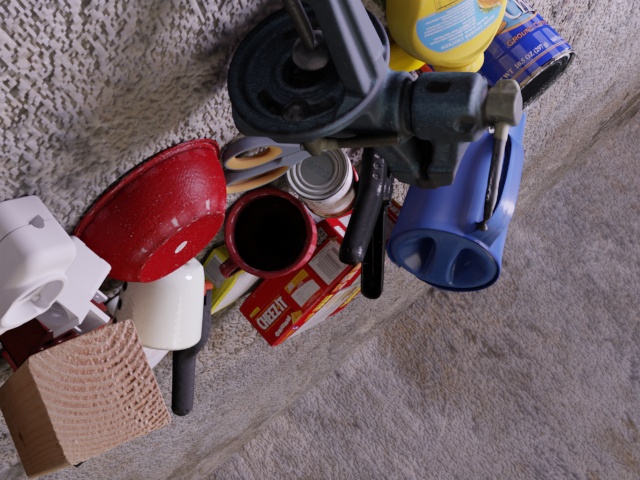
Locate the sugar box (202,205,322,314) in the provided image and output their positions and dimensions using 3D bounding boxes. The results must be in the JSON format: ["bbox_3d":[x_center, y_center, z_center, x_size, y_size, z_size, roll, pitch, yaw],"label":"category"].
[{"bbox_3d":[-0.075,0.022,1.257,0.175,0.048,0.093,-32,165,-50],"label":"sugar box"}]

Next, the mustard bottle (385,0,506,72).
[{"bbox_3d":[0.092,-0.187,0.786,0.096,0.058,0.191,-33,140,-11],"label":"mustard bottle"}]

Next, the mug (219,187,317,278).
[{"bbox_3d":[-0.057,0.001,1.133,0.117,0.093,0.081,-40,173,5],"label":"mug"}]

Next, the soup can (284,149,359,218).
[{"bbox_3d":[0.003,-0.065,1.126,0.068,0.068,0.102,-41,167,1],"label":"soup can"}]

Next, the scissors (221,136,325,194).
[{"bbox_3d":[-0.007,-0.095,0.981,0.202,0.016,0.096,-25,160,6],"label":"scissors"}]

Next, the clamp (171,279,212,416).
[{"bbox_3d":[-0.162,0.102,1.212,0.039,0.120,0.172,-8,130,-38],"label":"clamp"}]

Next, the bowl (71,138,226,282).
[{"bbox_3d":[-0.135,-0.014,0.916,0.162,0.055,0.162,-38,168,-10],"label":"bowl"}]

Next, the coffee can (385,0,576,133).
[{"bbox_3d":[0.142,-0.181,0.951,0.102,0.140,0.103,-38,168,-10],"label":"coffee can"}]

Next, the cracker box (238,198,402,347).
[{"bbox_3d":[0.016,0.032,1.306,0.164,0.072,0.213,-47,170,24],"label":"cracker box"}]

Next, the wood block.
[{"bbox_3d":[-0.208,0.140,0.908,0.090,0.091,0.206,-21,175,-27],"label":"wood block"}]

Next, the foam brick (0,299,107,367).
[{"bbox_3d":[-0.231,0.064,0.904,0.053,0.051,0.078,-47,167,31],"label":"foam brick"}]

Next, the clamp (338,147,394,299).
[{"bbox_3d":[0.058,-0.044,1.137,0.164,0.036,0.210,69,30,-66],"label":"clamp"}]

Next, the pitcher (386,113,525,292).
[{"bbox_3d":[0.177,-0.073,1.269,0.145,0.149,0.242,65,37,-53],"label":"pitcher"}]
